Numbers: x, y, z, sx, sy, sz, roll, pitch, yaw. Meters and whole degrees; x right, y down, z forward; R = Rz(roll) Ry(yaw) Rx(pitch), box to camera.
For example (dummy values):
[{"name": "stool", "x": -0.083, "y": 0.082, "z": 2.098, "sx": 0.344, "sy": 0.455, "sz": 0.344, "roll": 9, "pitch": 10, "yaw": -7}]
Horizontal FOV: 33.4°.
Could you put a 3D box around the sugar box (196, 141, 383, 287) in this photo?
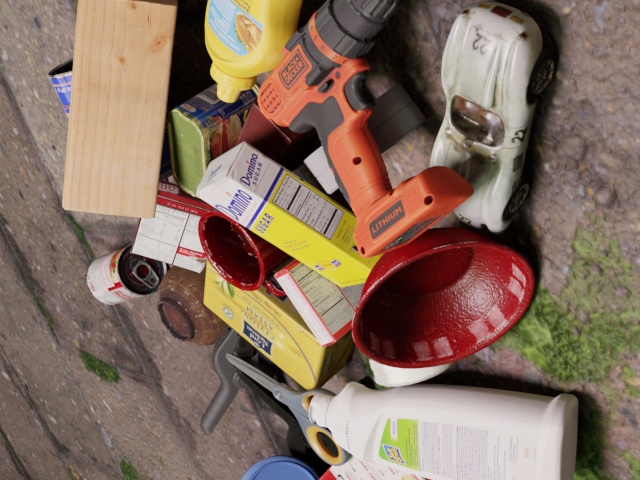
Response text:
[{"name": "sugar box", "x": -0.023, "y": -0.020, "z": 0.989, "sx": 0.176, "sy": 0.048, "sz": 0.093, "roll": 30, "pitch": 161, "yaw": -17}]

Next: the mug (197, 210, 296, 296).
[{"name": "mug", "x": -0.057, "y": 0.001, "z": 1.087, "sx": 0.117, "sy": 0.081, "sz": 0.093, "roll": 55, "pitch": 146, "yaw": -2}]

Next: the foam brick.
[{"name": "foam brick", "x": -0.039, "y": -0.100, "z": 1.004, "sx": 0.053, "sy": 0.051, "sz": 0.078, "roll": 47, "pitch": 145, "yaw": 11}]

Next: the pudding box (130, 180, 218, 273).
[{"name": "pudding box", "x": -0.159, "y": -0.016, "z": 1.195, "sx": 0.090, "sy": 0.039, "sz": 0.114, "roll": 18, "pitch": 142, "yaw": -8}]

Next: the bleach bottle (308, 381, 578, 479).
[{"name": "bleach bottle", "x": 0.107, "y": 0.172, "z": 0.991, "sx": 0.251, "sy": 0.068, "sz": 0.102, "roll": 8, "pitch": 113, "yaw": 25}]

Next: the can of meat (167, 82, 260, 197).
[{"name": "can of meat", "x": -0.101, "y": -0.101, "z": 1.047, "sx": 0.058, "sy": 0.083, "sz": 0.102, "roll": 31, "pitch": 140, "yaw": 29}]

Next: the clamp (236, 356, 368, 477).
[{"name": "clamp", "x": -0.013, "y": 0.217, "z": 1.246, "sx": 0.165, "sy": 0.036, "sz": 0.210, "roll": 14, "pitch": 136, "yaw": 23}]

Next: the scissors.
[{"name": "scissors", "x": -0.032, "y": 0.183, "z": 1.153, "sx": 0.202, "sy": 0.016, "sz": 0.096, "roll": 9, "pitch": 116, "yaw": 48}]

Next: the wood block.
[{"name": "wood block", "x": -0.193, "y": -0.135, "z": 1.029, "sx": 0.091, "sy": 0.090, "sz": 0.206, "roll": -107, "pitch": 24, "yaw": -69}]

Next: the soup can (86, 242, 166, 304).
[{"name": "soup can", "x": -0.248, "y": 0.043, "z": 1.359, "sx": 0.102, "sy": 0.068, "sz": 0.068, "roll": -17, "pitch": 107, "yaw": 54}]

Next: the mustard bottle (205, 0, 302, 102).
[{"name": "mustard bottle", "x": -0.054, "y": -0.198, "z": 0.886, "sx": 0.096, "sy": 0.058, "sz": 0.192, "roll": 48, "pitch": 133, "yaw": 32}]

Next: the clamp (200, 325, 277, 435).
[{"name": "clamp", "x": -0.097, "y": 0.164, "z": 1.268, "sx": 0.039, "sy": 0.120, "sz": 0.171, "roll": -114, "pitch": 11, "yaw": -63}]

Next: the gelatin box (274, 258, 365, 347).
[{"name": "gelatin box", "x": 0.007, "y": 0.049, "z": 1.061, "sx": 0.089, "sy": 0.073, "sz": 0.030, "roll": 55, "pitch": 146, "yaw": -3}]

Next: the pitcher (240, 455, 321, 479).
[{"name": "pitcher", "x": -0.075, "y": 0.351, "z": 1.327, "sx": 0.145, "sy": 0.149, "sz": 0.243, "roll": 40, "pitch": 152, "yaw": 10}]

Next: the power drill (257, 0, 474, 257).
[{"name": "power drill", "x": 0.041, "y": -0.096, "z": 0.825, "sx": 0.185, "sy": 0.057, "sz": 0.188, "roll": -43, "pitch": 70, "yaw": 48}]

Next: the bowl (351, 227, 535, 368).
[{"name": "bowl", "x": 0.098, "y": 0.040, "z": 0.913, "sx": 0.162, "sy": 0.162, "sz": 0.055, "roll": 98, "pitch": 161, "yaw": -46}]
